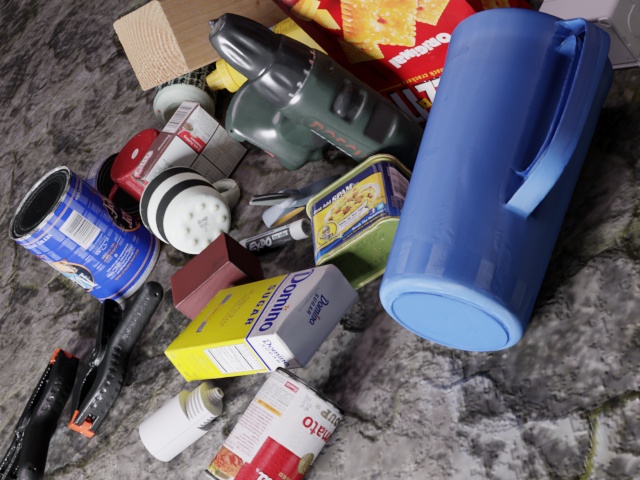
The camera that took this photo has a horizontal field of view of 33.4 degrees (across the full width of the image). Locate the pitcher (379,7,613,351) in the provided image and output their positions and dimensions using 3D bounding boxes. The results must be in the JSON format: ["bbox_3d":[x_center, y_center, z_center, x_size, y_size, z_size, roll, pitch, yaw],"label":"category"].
[{"bbox_3d":[0.133,-0.048,0.797,0.145,0.149,0.242,8,63,26],"label":"pitcher"}]

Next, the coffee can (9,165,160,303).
[{"bbox_3d":[-0.270,-0.004,1.231,0.103,0.140,0.103,-31,36,26],"label":"coffee can"}]

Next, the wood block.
[{"bbox_3d":[-0.136,-0.264,1.300,0.091,0.090,0.205,-13,15,44],"label":"wood block"}]

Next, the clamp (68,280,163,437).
[{"bbox_3d":[-0.218,0.120,1.128,0.120,0.039,0.171,-36,37,49],"label":"clamp"}]

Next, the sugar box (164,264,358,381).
[{"bbox_3d":[-0.055,0.074,0.942,0.177,0.048,0.093,-19,25,51],"label":"sugar box"}]

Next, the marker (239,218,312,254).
[{"bbox_3d":[-0.057,0.001,1.081,0.121,0.020,0.020,-18,43,40],"label":"marker"}]

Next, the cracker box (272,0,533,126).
[{"bbox_3d":[0.080,-0.196,0.939,0.165,0.213,0.072,-11,49,45],"label":"cracker box"}]

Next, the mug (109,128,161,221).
[{"bbox_3d":[-0.204,-0.072,1.277,0.117,0.081,0.093,-42,32,10],"label":"mug"}]

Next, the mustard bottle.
[{"bbox_3d":[-0.045,-0.219,1.221,0.192,0.058,0.096,-23,27,15],"label":"mustard bottle"}]

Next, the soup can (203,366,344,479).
[{"bbox_3d":[-0.036,0.159,0.843,0.102,0.068,0.069,-55,32,-11],"label":"soup can"}]

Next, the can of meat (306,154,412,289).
[{"bbox_3d":[0.039,-0.014,0.946,0.102,0.057,0.084,-34,37,24],"label":"can of meat"}]

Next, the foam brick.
[{"bbox_3d":[-0.103,0.042,1.064,0.078,0.051,0.053,-39,34,16],"label":"foam brick"}]

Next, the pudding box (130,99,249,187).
[{"bbox_3d":[-0.148,-0.089,1.220,0.113,0.090,0.039,-55,34,-11],"label":"pudding box"}]

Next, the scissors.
[{"bbox_3d":[-0.042,-0.030,0.980,0.096,0.016,0.201,-32,-6,30],"label":"scissors"}]

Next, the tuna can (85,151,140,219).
[{"bbox_3d":[-0.246,-0.066,1.318,0.034,0.086,0.086,-4,53,51],"label":"tuna can"}]

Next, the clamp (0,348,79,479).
[{"bbox_3d":[-0.300,0.199,1.131,0.165,0.036,0.210,-37,28,48],"label":"clamp"}]
